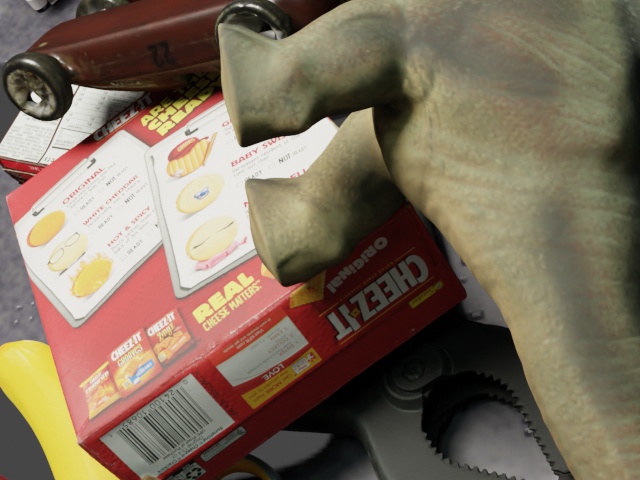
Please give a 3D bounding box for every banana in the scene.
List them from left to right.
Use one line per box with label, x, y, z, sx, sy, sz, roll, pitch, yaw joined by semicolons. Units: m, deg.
banana;-0.116;0.107;0.501;0.070;0.037;0.198;-49;49;22

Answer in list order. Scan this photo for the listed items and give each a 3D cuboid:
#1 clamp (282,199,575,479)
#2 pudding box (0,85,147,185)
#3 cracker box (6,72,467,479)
clamp;0.050;0.056;0.484;0.210;0.036;0.164;27;73;38
pudding box;-0.134;-0.080;0.653;0.090;0.039;0.113;12;67;29
cracker box;-0.053;0.001;0.517;0.164;0.072;0.214;-36;38;0
